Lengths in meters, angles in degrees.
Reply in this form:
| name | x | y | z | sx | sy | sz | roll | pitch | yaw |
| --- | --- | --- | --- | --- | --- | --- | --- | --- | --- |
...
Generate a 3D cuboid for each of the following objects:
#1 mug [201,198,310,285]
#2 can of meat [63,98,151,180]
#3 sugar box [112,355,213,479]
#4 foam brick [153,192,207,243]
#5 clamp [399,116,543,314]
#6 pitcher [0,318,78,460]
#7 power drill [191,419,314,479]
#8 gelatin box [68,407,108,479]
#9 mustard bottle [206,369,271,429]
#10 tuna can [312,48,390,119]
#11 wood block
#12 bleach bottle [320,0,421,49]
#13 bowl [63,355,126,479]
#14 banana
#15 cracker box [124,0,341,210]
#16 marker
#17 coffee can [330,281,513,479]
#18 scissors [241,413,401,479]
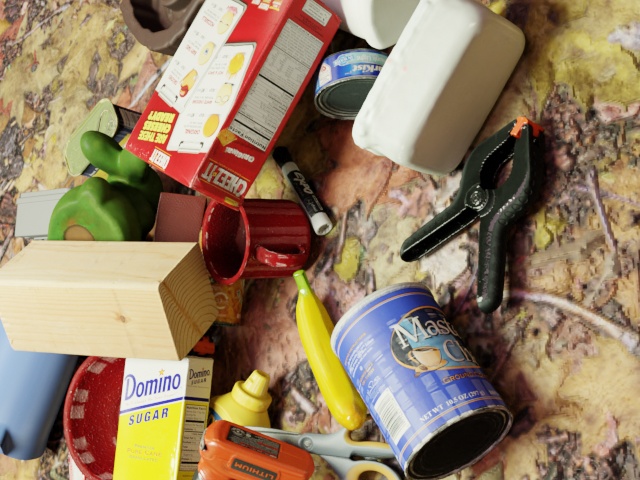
| name | x | y | z | sx | sy | sz | roll | pitch | yaw |
| --- | --- | --- | --- | --- | --- | --- | --- | --- | --- |
| mug | -0.057 | 0.001 | 1.078 | 0.117 | 0.081 | 0.093 | 26 | 111 | 51 |
| can of meat | -0.246 | -0.115 | 1.292 | 0.102 | 0.083 | 0.057 | -44 | 54 | 27 |
| sugar box | -0.162 | 0.204 | 1.079 | 0.094 | 0.048 | 0.176 | -3 | 81 | 37 |
| foam brick | -0.158 | -0.011 | 1.193 | 0.051 | 0.053 | 0.078 | 129 | 149 | -82 |
| clamp | 0.138 | -0.031 | 0.948 | 0.120 | 0.039 | 0.171 | 23 | 89 | 39 |
| pitcher | -0.362 | 0.134 | 1.322 | 0.149 | 0.144 | 0.243 | 27 | 95 | 31 |
| power drill | -0.074 | 0.275 | 0.992 | 0.057 | 0.184 | 0.188 | -88 | 20 | -78 |
| gelatin box | -0.251 | 0.238 | 1.220 | 0.030 | 0.073 | 0.089 | -27 | 63 | 38 |
| mustard bottle | -0.100 | 0.218 | 1.095 | 0.096 | 0.058 | 0.192 | 39 | 106 | 45 |
| tuna can | 0.035 | -0.152 | 1.040 | 0.086 | 0.086 | 0.034 | -21 | 64 | 38 |
| wood block | -0.223 | 0.059 | 1.096 | 0.206 | 0.090 | 0.091 | 1 | 120 | 24 |
| bleach bottle | 0.004 | -0.266 | 1.092 | 0.251 | 0.102 | 0.068 | 28 | 144 | 44 |
| bowl | -0.202 | 0.191 | 1.168 | 0.162 | 0.055 | 0.162 | -6 | 78 | 28 |
| banana | 0.007 | 0.116 | 1.008 | 0.037 | 0.069 | 0.198 | -28 | 44 | 3 |
| cracker box | -0.089 | -0.153 | 1.062 | 0.164 | 0.072 | 0.214 | 30 | 92 | 53 |
| marker | -0.021 | -0.055 | 1.114 | 0.020 | 0.020 | 0.121 | -47 | 53 | 24 |
| coffee can | 0.085 | 0.120 | 0.917 | 0.103 | 0.102 | 0.140 | -49 | 52 | 23 |
| scissors | -0.001 | 0.210 | 1.004 | 0.202 | 0.016 | 0.096 | -13 | 79 | 26 |
